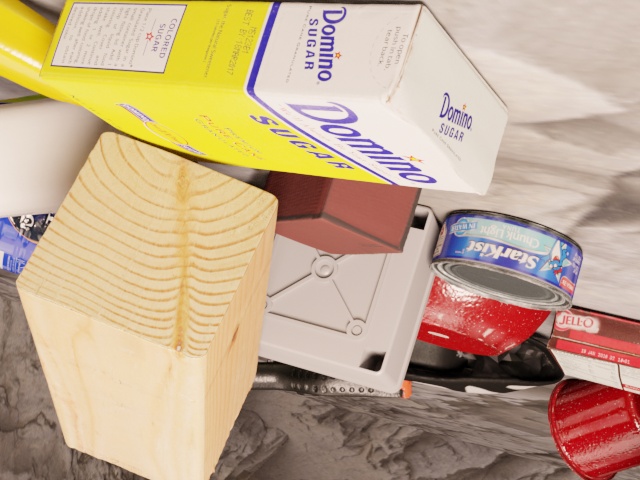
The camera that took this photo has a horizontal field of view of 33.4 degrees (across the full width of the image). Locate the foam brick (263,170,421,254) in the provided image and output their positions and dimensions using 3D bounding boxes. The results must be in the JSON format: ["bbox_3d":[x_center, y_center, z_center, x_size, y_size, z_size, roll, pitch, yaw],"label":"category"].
[{"bbox_3d":[0.010,-0.025,0.558,0.053,0.051,0.078,22,168,-27],"label":"foam brick"}]

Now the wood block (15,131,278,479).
[{"bbox_3d":[-0.084,0.050,0.554,0.090,0.090,0.206,21,150,5],"label":"wood block"}]

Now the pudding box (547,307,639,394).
[{"bbox_3d":[0.224,0.085,0.802,0.090,0.039,0.113,14,166,22],"label":"pudding box"}]

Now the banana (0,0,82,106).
[{"bbox_3d":[-0.165,-0.106,0.444,0.070,0.037,0.197,33,180,34],"label":"banana"}]

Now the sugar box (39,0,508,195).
[{"bbox_3d":[-0.021,-0.061,0.447,0.176,0.048,0.093,12,168,34],"label":"sugar box"}]

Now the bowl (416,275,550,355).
[{"bbox_3d":[0.089,0.042,0.751,0.162,0.055,0.162,17,168,3],"label":"bowl"}]

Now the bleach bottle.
[{"bbox_3d":[-0.211,-0.034,0.526,0.250,0.068,0.103,-11,-172,-33],"label":"bleach bottle"}]

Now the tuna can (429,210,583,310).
[{"bbox_3d":[0.110,0.012,0.630,0.086,0.034,0.086,17,169,3],"label":"tuna can"}]

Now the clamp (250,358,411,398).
[{"bbox_3d":[-0.008,0.124,0.996,0.210,0.036,0.164,-1,179,24],"label":"clamp"}]

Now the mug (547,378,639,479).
[{"bbox_3d":[0.260,0.144,0.901,0.117,0.093,0.082,-27,175,-45],"label":"mug"}]
